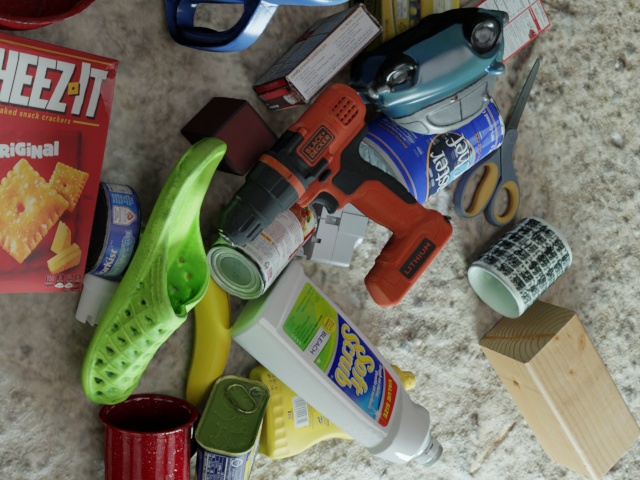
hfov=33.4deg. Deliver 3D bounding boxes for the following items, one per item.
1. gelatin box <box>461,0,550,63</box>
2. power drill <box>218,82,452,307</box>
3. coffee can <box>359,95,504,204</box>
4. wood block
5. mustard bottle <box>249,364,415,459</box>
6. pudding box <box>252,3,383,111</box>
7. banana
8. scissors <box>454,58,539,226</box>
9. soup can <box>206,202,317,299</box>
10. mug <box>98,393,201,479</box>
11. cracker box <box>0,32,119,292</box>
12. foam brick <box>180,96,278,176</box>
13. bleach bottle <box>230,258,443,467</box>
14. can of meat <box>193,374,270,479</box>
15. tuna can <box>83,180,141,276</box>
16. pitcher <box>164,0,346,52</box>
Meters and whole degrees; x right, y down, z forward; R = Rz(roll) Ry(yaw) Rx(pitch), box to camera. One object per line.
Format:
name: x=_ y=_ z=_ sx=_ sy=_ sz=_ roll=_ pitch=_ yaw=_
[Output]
gelatin box: x=0.205 y=-0.247 z=1.182 sx=0.089 sy=0.030 sz=0.073 roll=-39 pitch=115 yaw=-18
power drill: x=0.019 y=-0.024 z=0.995 sx=0.187 sy=0.057 sz=0.184 roll=44 pitch=80 yaw=-19
coffee can: x=0.106 y=-0.101 z=1.111 sx=0.140 sy=0.103 sz=0.103 roll=-37 pitch=116 yaw=-19
wood block: x=0.289 y=0.178 z=1.280 sx=0.090 sy=0.091 sz=0.206 roll=-42 pitch=118 yaw=-16
mustard bottle: x=0.019 y=0.166 z=1.140 sx=0.191 sy=0.058 sz=0.096 roll=-8 pitch=94 yaw=-28
pudding box: x=-0.004 y=-0.176 z=1.038 sx=0.113 sy=0.090 sz=0.039 roll=-48 pitch=109 yaw=-15
banana: x=-0.122 y=0.069 z=1.055 sx=0.069 sy=0.037 sz=0.198 roll=-13 pitch=105 yaw=2
scissors: x=0.224 y=-0.102 z=1.230 sx=0.096 sy=0.016 sz=0.201 roll=40 pitch=79 yaw=-31
soup can: x=-0.057 y=0.001 z=1.037 sx=0.102 sy=0.069 sz=0.068 roll=-51 pitch=122 yaw=-39
mug: x=-0.158 y=0.200 z=1.033 sx=0.117 sy=0.093 sz=0.081 roll=-16 pitch=114 yaw=-52
cracker box: x=-0.264 y=-0.063 z=0.895 sx=0.163 sy=0.072 sz=0.214 roll=4 pitch=99 yaw=-52
foam brick: x=-0.087 y=-0.100 z=1.015 sx=0.051 sy=0.078 sz=0.053 roll=-48 pitch=116 yaw=-13
bleach bottle: x=0.030 y=0.137 z=1.082 sx=0.250 sy=0.068 sz=0.102 roll=42 pitch=51 yaw=-13
can of meat: x=-0.089 y=0.198 z=1.049 sx=0.057 sy=0.102 sz=0.084 roll=12 pitch=126 yaw=4
tuna can: x=-0.194 y=-0.010 z=0.966 sx=0.033 sy=0.086 sz=0.086 roll=8 pitch=96 yaw=-32
pitcher: x=-0.059 y=-0.250 z=0.905 sx=0.144 sy=0.243 sz=0.149 roll=-40 pitch=123 yaw=-19
